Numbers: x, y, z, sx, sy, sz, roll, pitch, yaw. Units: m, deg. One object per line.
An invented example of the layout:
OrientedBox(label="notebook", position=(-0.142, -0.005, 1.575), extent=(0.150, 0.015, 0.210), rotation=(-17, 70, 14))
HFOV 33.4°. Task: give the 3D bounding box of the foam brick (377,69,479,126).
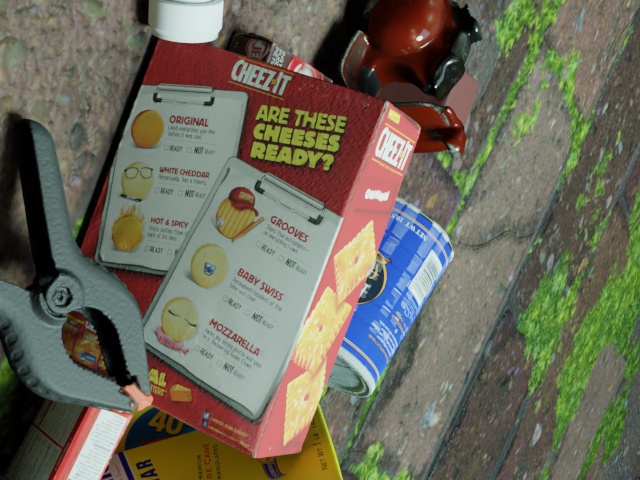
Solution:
OrientedBox(label="foam brick", position=(0.082, -0.122, 0.883), extent=(0.052, 0.078, 0.051), rotation=(20, 89, -60))

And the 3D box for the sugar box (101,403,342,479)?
OrientedBox(label="sugar box", position=(-0.075, 0.160, 0.665), extent=(0.176, 0.093, 0.048), rotation=(-14, 117, -5))

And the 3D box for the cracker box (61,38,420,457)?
OrientedBox(label="cracker box", position=(-0.054, 0.001, 0.651), extent=(0.072, 0.164, 0.214), rotation=(19, 92, -65))

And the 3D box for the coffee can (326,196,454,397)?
OrientedBox(label="coffee can", position=(0.032, 0.043, 0.880), extent=(0.140, 0.103, 0.102), rotation=(-56, 148, -21))

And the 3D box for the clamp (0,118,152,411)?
OrientedBox(label="clamp", position=(-0.158, 0.033, 0.573), extent=(0.120, 0.039, 0.171), rotation=(-36, 103, -29))

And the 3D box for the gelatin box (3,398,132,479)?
OrientedBox(label="gelatin box", position=(-0.154, 0.126, 0.648), extent=(0.030, 0.089, 0.073), rotation=(31, 79, -26))
